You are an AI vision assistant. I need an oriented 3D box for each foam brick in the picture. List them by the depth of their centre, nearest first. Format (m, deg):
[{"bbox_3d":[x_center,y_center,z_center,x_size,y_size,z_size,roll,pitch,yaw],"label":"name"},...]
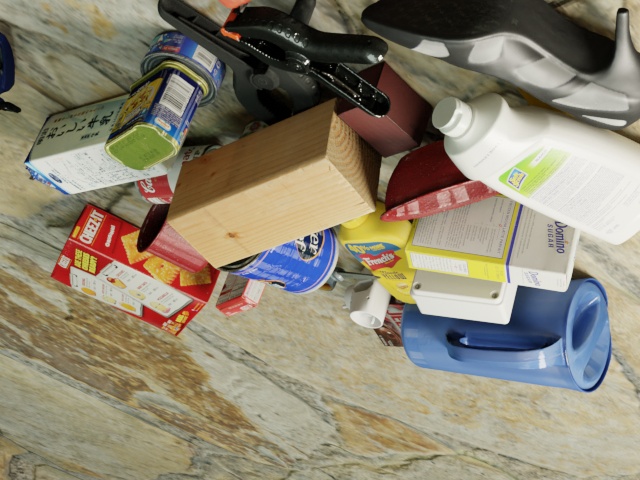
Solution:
[{"bbox_3d":[0.064,-0.129,1.063,0.051,0.053,0.078,-13,137,45],"label":"foam brick"}]

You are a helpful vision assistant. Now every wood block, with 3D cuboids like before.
[{"bbox_3d":[-0.048,-0.056,1.115,0.206,0.090,0.090,-19,132,30],"label":"wood block"}]

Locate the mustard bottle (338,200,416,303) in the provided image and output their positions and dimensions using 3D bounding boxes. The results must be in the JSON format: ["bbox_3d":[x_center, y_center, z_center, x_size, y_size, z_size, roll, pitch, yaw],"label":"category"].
[{"bbox_3d":[0.078,0.004,1.279,0.096,0.058,0.191,-2,145,43],"label":"mustard bottle"}]

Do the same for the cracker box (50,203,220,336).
[{"bbox_3d":[-0.271,0.045,1.558,0.213,0.072,0.164,27,150,-11],"label":"cracker box"}]

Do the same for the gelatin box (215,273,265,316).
[{"bbox_3d":[-0.100,0.054,1.445,0.030,0.089,0.073,34,149,-24],"label":"gelatin box"}]

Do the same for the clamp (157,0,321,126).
[{"bbox_3d":[-0.065,-0.177,1.075,0.165,0.036,0.210,7,147,19],"label":"clamp"}]

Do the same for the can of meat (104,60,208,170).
[{"bbox_3d":[-0.172,-0.127,1.108,0.057,0.084,0.102,35,148,-26],"label":"can of meat"}]

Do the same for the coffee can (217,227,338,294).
[{"bbox_3d":[-0.058,0.002,1.269,0.103,0.103,0.140,-2,166,35],"label":"coffee can"}]

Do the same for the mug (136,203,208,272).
[{"bbox_3d":[-0.185,-0.012,1.400,0.081,0.093,0.117,28,-178,-24],"label":"mug"}]

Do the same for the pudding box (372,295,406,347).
[{"bbox_3d":[0.112,0.104,1.450,0.090,0.039,0.113,1,146,30],"label":"pudding box"}]

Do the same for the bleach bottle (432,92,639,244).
[{"bbox_3d":[0.206,-0.077,0.958,0.250,0.068,0.103,21,120,-33],"label":"bleach bottle"}]

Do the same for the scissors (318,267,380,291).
[{"bbox_3d":[0.004,0.033,1.374,0.096,0.016,0.202,35,163,-10],"label":"scissors"}]

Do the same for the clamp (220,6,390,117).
[{"bbox_3d":[-0.008,-0.167,0.979,0.172,0.039,0.120,24,158,22],"label":"clamp"}]

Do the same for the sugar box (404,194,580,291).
[{"bbox_3d":[0.189,-0.004,1.159,0.176,0.093,0.048,11,151,17],"label":"sugar box"}]

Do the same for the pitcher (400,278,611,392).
[{"bbox_3d":[0.217,0.112,1.298,0.243,0.145,0.149,-1,149,38],"label":"pitcher"}]

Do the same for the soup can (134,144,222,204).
[{"bbox_3d":[-0.162,-0.079,1.276,0.102,0.068,0.068,-1,145,32],"label":"soup can"}]

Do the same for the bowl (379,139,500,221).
[{"bbox_3d":[0.131,-0.068,1.078,0.162,0.055,0.162,-16,173,-2],"label":"bowl"}]

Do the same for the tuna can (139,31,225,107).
[{"bbox_3d":[-0.144,-0.180,1.124,0.086,0.033,0.086,15,151,8],"label":"tuna can"}]
